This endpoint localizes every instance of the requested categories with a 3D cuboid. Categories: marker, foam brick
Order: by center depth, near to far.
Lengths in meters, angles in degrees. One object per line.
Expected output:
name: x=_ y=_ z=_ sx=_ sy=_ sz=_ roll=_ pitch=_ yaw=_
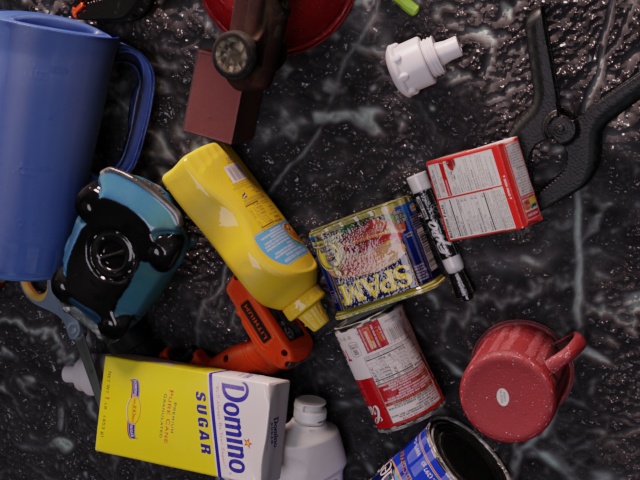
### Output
marker: x=0.108 y=-0.003 z=0.944 sx=0.020 sy=0.020 sz=0.121 roll=-22 pitch=93 yaw=23
foam brick: x=-0.086 y=-0.132 z=0.970 sx=0.051 sy=0.053 sz=0.078 roll=18 pitch=106 yaw=16

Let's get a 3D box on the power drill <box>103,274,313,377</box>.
power drill: x=-0.114 y=0.102 z=1.029 sx=0.188 sy=0.057 sz=0.184 roll=-38 pitch=83 yaw=24

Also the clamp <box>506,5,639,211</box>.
clamp: x=0.211 y=-0.097 z=0.875 sx=0.120 sy=0.039 sz=0.171 roll=19 pitch=113 yaw=22

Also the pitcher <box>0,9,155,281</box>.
pitcher: x=-0.261 y=-0.089 z=1.000 sx=0.149 sy=0.144 sz=0.243 roll=18 pitch=105 yaw=25

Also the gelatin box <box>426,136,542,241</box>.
gelatin box: x=0.137 y=-0.042 z=0.901 sx=0.089 sy=0.030 sz=0.073 roll=-12 pitch=98 yaw=52

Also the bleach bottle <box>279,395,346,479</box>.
bleach bottle: x=-0.029 y=0.269 z=1.009 sx=0.068 sy=0.102 sz=0.251 roll=24 pitch=112 yaw=52

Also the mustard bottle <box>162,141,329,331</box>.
mustard bottle: x=-0.057 y=0.001 z=0.963 sx=0.058 sy=0.096 sz=0.191 roll=-39 pitch=87 yaw=22

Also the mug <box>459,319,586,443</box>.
mug: x=0.175 y=0.116 z=0.910 sx=0.117 sy=0.081 sz=0.093 roll=-34 pitch=88 yaw=23

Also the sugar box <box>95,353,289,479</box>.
sugar box: x=-0.118 y=0.161 z=0.976 sx=0.176 sy=0.048 sz=0.093 roll=5 pitch=90 yaw=26

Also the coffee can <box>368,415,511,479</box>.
coffee can: x=0.089 y=0.241 z=0.957 sx=0.103 sy=0.102 sz=0.140 roll=44 pitch=112 yaw=6

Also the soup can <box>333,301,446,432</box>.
soup can: x=0.062 y=0.112 z=0.958 sx=0.069 sy=0.068 sz=0.102 roll=-24 pitch=92 yaw=23

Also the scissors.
scissors: x=-0.259 y=0.086 z=1.072 sx=0.096 sy=0.016 sz=0.202 roll=-15 pitch=79 yaw=32

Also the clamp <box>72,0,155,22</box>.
clamp: x=-0.162 y=-0.268 z=0.948 sx=0.210 sy=0.036 sz=0.164 roll=-24 pitch=83 yaw=43

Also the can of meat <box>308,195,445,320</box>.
can of meat: x=0.048 y=0.014 z=0.950 sx=0.102 sy=0.057 sz=0.084 roll=-20 pitch=92 yaw=23

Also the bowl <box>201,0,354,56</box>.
bowl: x=-0.048 y=-0.241 z=0.931 sx=0.162 sy=0.055 sz=0.162 roll=4 pitch=102 yaw=19
